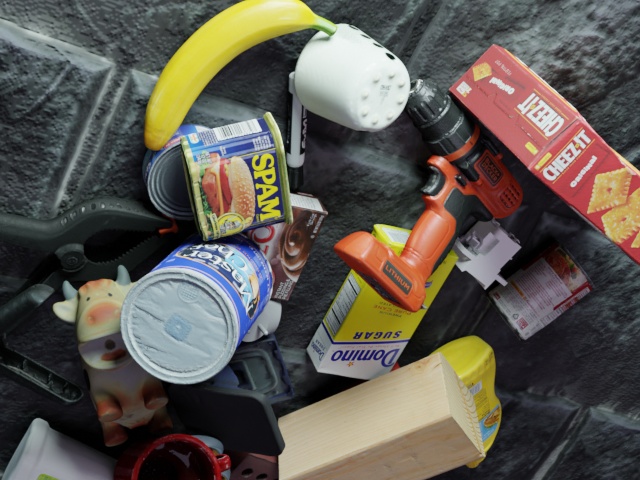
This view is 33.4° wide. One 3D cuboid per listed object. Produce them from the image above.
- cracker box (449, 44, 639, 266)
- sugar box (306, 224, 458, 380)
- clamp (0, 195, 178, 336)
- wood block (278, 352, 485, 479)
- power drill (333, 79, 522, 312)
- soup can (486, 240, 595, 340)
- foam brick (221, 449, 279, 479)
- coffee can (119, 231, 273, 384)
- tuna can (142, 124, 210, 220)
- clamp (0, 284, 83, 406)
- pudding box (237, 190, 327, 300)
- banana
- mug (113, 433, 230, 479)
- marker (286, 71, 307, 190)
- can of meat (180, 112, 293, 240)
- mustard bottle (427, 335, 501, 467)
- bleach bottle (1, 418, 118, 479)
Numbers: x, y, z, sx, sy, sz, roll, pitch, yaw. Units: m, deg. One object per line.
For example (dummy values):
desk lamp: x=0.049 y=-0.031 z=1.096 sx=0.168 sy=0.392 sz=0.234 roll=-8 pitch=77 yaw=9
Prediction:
cracker box: x=0.243 y=-0.081 z=1.034 sx=0.072 sy=0.164 sz=0.213 roll=-47 pitch=128 yaw=11
sugar box: x=0.064 y=0.070 z=1.144 sx=0.093 sy=0.048 sz=0.176 roll=12 pitch=117 yaw=-29
clamp: x=-0.236 y=0.017 z=0.987 sx=0.209 sy=0.036 sz=0.165 roll=-11 pitch=134 yaw=-16
wood block: x=0.063 y=0.216 z=1.172 sx=0.206 sy=0.091 sz=0.090 roll=-25 pitch=127 yaw=18
power drill: x=0.099 y=-0.039 z=1.040 sx=0.187 sy=0.057 sz=0.184 roll=-51 pitch=121 yaw=-9
soup can: x=0.246 y=0.057 z=1.195 sx=0.102 sy=0.068 sz=0.068 roll=-38 pitch=129 yaw=7
foam brick: x=-0.074 y=0.252 z=1.213 sx=0.078 sy=0.051 sz=0.053 roll=27 pitch=110 yaw=-35
coffee can: x=-0.107 y=0.055 z=0.957 sx=0.103 sy=0.140 sz=0.103 roll=3 pitch=106 yaw=10
tuna can: x=-0.120 y=-0.063 z=0.981 sx=0.086 sy=0.034 sz=0.086 roll=-11 pitch=127 yaw=-15
clamp: x=-0.294 y=0.103 z=0.970 sx=0.172 sy=0.039 sz=0.120 roll=-8 pitch=107 yaw=25
pudding box: x=-0.057 y=0.001 z=1.049 sx=0.089 sy=0.039 sz=0.114 roll=10 pitch=119 yaw=-27
banana: x=-0.084 y=-0.155 z=0.919 sx=0.198 sy=0.037 sz=0.069 roll=-32 pitch=102 yaw=7
mug: x=-0.147 y=0.236 z=1.068 sx=0.117 sy=0.082 sz=0.093 roll=-16 pitch=90 yaw=-29
marker: x=-0.023 y=-0.100 z=1.004 sx=0.020 sy=0.020 sz=0.121 roll=-8 pitch=126 yaw=-17
can of meat: x=-0.075 y=-0.054 z=0.946 sx=0.084 sy=0.057 sz=0.102 roll=-14 pitch=127 yaw=-10
mustard bottle: x=0.171 y=0.207 z=1.276 sx=0.096 sy=0.058 sz=0.191 roll=-31 pitch=131 yaw=-19
bleach bottle: x=-0.205 y=0.280 z=1.121 sx=0.250 sy=0.068 sz=0.103 roll=26 pitch=119 yaw=-15
